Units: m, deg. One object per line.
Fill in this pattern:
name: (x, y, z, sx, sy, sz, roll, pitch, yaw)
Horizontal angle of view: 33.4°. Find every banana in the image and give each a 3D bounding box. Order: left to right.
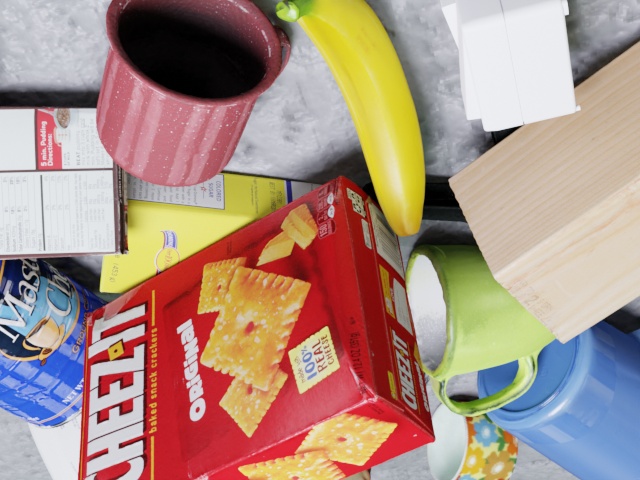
banana: (0.022, -0.083, 0.603, 0.037, 0.069, 0.197, 7, 149, 33)

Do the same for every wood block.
wood block: (0.191, -0.045, 0.613, 0.206, 0.091, 0.090, -36, 131, 17)

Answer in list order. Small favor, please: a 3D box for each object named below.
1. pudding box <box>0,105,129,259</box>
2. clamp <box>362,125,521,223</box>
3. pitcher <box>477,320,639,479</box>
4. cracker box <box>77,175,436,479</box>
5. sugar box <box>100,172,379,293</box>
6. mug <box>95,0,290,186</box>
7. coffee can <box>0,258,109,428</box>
pudding box: (-0.172, -0.034, 0.630, 0.113, 0.090, 0.039, -1, -177, -1)
clamp: (0.113, -0.026, 0.701, 0.120, 0.039, 0.171, -31, 129, 30)
pitcher: (0.247, 0.133, 0.850, 0.242, 0.149, 0.145, 32, 149, -31)
cracker box: (-0.048, 0.078, 0.645, 0.214, 0.164, 0.072, -27, 135, 22)
sugar box: (-0.055, 0.001, 0.716, 0.176, 0.048, 0.093, 7, 139, -11)
mug: (-0.067, -0.087, 0.586, 0.117, 0.093, 0.082, -26, 159, -34)
coffee can: (-0.219, 0.053, 0.722, 0.103, 0.103, 0.140, -25, 136, 24)
